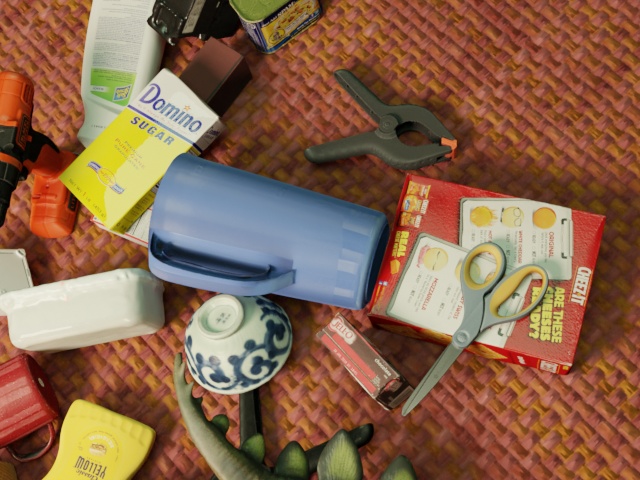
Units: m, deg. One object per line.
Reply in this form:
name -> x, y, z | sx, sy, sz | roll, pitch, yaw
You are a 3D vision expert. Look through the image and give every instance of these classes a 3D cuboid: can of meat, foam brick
can of meat -> -0.049, -0.279, 1.263 | 0.102, 0.084, 0.057 | -36, 69, -4
foam brick -> -0.127, -0.189, 1.263 | 0.051, 0.053, 0.078 | 33, 78, 18

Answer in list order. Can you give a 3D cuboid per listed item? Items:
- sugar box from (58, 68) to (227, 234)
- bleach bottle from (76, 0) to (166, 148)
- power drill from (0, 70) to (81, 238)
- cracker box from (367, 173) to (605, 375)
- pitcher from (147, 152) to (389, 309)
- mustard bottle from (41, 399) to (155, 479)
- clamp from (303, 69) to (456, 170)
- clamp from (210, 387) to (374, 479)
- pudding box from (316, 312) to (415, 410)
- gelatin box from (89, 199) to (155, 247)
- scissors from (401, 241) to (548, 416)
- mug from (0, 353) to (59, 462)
sugar box -> -0.200, -0.101, 1.204 | 0.093, 0.048, 0.176 | 43, 92, 14
bleach bottle -> -0.247, -0.201, 1.285 | 0.103, 0.068, 0.251 | 7, 75, 13
power drill -> -0.327, -0.069, 1.186 | 0.057, 0.187, 0.184 | 4, 70, 9
cracker box -> 0.174, 0.035, 1.122 | 0.214, 0.072, 0.164 | 13, 76, 13
pitcher -> -0.057, 0.001, 1.142 | 0.243, 0.145, 0.149 | 14, 80, 11
mustard bottle -> -0.253, 0.272, 1.122 | 0.096, 0.058, 0.191 | 22, 77, 0
clamp -> 0.073, -0.134, 1.217 | 0.171, 0.039, 0.120 | 9, 77, 6
clamp -> -0.049, 0.243, 1.106 | 0.165, 0.036, 0.210 | 18, 74, 22
pudding box -> 0.048, 0.126, 1.091 | 0.039, 0.113, 0.090 | -42, 70, -3
gelatin box -> -0.211, -0.036, 1.238 | 0.089, 0.030, 0.073 | 21, 77, 16
scissors -> 0.136, 0.079, 1.069 | 0.201, 0.016, 0.096 | -36, 70, -2
mug -> -0.332, 0.185, 1.159 | 0.081, 0.093, 0.117 | -28, 100, -5
